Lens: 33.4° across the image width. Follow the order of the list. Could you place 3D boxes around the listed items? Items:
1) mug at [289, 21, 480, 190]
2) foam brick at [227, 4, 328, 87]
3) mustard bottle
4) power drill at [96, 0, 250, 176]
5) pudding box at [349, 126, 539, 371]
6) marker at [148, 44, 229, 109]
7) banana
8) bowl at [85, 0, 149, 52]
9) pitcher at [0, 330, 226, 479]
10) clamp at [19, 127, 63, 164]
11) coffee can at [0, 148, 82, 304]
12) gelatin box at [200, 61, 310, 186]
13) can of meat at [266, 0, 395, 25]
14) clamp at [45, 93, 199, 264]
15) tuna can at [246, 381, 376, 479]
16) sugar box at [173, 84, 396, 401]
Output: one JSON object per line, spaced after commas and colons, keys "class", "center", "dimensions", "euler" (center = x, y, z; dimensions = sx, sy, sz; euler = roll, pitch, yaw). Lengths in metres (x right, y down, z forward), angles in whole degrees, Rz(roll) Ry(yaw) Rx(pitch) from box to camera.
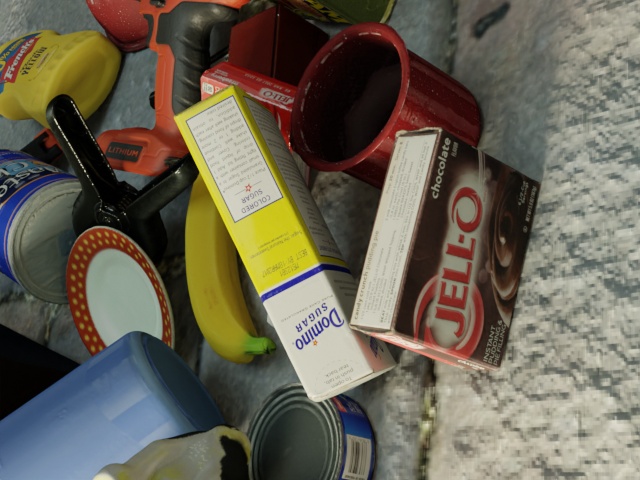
{"class": "mug", "center": [0.034, -0.069, 0.651], "dimensions": [0.117, 0.081, 0.093], "euler": [-21, 60, 40]}
{"class": "foam brick", "center": [-0.031, -0.117, 0.762], "dimensions": [0.051, 0.052, 0.078], "euler": [-15, 62, 42]}
{"class": "mustard bottle", "center": [-0.271, -0.158, 1.021], "dimensions": [0.192, 0.058, 0.096], "euler": [15, 69, 49]}
{"class": "power drill", "center": [-0.132, -0.145, 0.840], "dimensions": [0.185, 0.057, 0.188], "euler": [14, 96, 42]}
{"class": "pudding box", "center": [0.069, 0.007, 0.577], "dimensions": [0.039, 0.089, 0.113], "euler": [1, 74, 47]}
{"class": "marker", "center": [-0.097, -0.132, 0.861], "dimensions": [0.121, 0.020, 0.020], "euler": [-23, 58, 39]}
{"class": "banana", "center": [-0.067, 0.014, 0.757], "dimensions": [0.070, 0.037, 0.198], "euler": [-36, 50, 27]}
{"class": "bowl", "center": [-0.168, -0.255, 0.960], "dimensions": [0.162, 0.055, 0.162], "euler": [-20, 60, 40]}
{"class": "pitcher", "center": [-0.177, 0.178, 0.697], "dimensions": [0.243, 0.149, 0.145], "euler": [-38, 2, 3]}
{"class": "clamp", "center": [-0.324, -0.025, 0.988], "dimensions": [0.210, 0.036, 0.164], "euler": [-39, 8, 11]}
{"class": "coffee can", "center": [-0.240, -0.015, 0.899], "dimensions": [0.141, 0.102, 0.103], "euler": [22, 90, 49]}
{"class": "gelatin box", "center": [-0.043, -0.068, 0.717], "dimensions": [0.073, 0.030, 0.089], "euler": [24, 134, 22]}
{"class": "can of meat", "center": [-0.009, -0.188, 0.732], "dimensions": [0.084, 0.101, 0.057], "euler": [21, 89, 51]}
{"class": "clamp", "center": [-0.141, -0.025, 0.799], "dimensions": [0.120, 0.171, 0.039], "euler": [23, 51, 20]}
{"class": "tuna can", "center": [-0.008, 0.131, 0.647], "dimensions": [0.086, 0.033, 0.086], "euler": [-20, 60, 40]}
{"class": "sugar box", "center": [-0.018, 0.004, 0.613], "dimensions": [0.048, 0.093, 0.176], "euler": [-25, 81, 9]}
